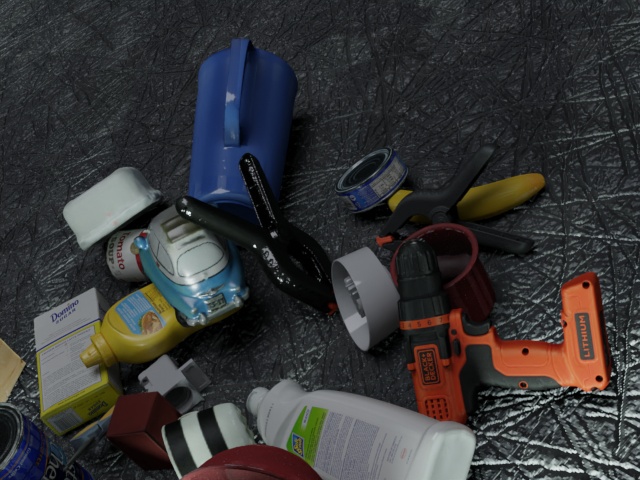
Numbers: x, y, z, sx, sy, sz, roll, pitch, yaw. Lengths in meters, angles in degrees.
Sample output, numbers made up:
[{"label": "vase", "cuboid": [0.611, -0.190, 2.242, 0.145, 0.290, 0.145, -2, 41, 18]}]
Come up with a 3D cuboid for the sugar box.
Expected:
[{"label": "sugar box", "cuboid": [-0.294, 0.143, 1.291, 0.093, 0.048, 0.176, -27, 38, 5]}]

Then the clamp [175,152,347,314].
[{"label": "clamp", "cuboid": [-0.058, 0.001, 1.173, 0.036, 0.210, 0.164, -45, -7, 34]}]

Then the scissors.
[{"label": "scissors", "cuboid": [-0.255, 0.218, 1.139, 0.096, 0.016, 0.201, -35, 4, 22]}]

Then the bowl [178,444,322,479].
[{"label": "bowl", "cuboid": [-0.050, 0.234, 0.963, 0.162, 0.162, 0.055, -10, 36, 24]}]

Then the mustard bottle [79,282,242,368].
[{"label": "mustard bottle", "cuboid": [-0.191, 0.090, 1.237, 0.191, 0.058, 0.096, -31, 43, -17]}]

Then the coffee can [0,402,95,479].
[{"label": "coffee can", "cuboid": [-0.316, 0.251, 1.125, 0.103, 0.140, 0.103, -18, 43, 17]}]

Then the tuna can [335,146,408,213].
[{"label": "tuna can", "cuboid": [0.060, -0.072, 1.259, 0.086, 0.033, 0.086, -34, 19, 13]}]

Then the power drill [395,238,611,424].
[{"label": "power drill", "cuboid": [0.165, 0.079, 0.985, 0.188, 0.184, 0.057, -9, 3, 22]}]

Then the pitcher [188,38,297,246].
[{"label": "pitcher", "cuboid": [-0.103, -0.124, 1.345, 0.145, 0.149, 0.243, -28, 44, 36]}]

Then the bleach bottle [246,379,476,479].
[{"label": "bleach bottle", "cuboid": [0.023, 0.184, 1.019, 0.251, 0.068, 0.102, 17, 90, 44]}]

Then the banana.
[{"label": "banana", "cuboid": [0.150, -0.047, 1.196, 0.198, 0.037, 0.069, 0, 52, 33]}]

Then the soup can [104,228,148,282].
[{"label": "soup can", "cuboid": [-0.211, 0.017, 1.343, 0.102, 0.068, 0.068, -5, 48, 30]}]

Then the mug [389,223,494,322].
[{"label": "mug", "cuboid": [0.122, 0.038, 1.096, 0.093, 0.081, 0.117, -39, 40, -8]}]

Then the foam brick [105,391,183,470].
[{"label": "foam brick", "cuboid": [-0.181, 0.203, 1.134, 0.053, 0.078, 0.051, -9, 47, 25]}]

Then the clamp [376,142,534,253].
[{"label": "clamp", "cuboid": [0.144, -0.017, 1.149, 0.172, 0.039, 0.120, -30, 81, 31]}]
